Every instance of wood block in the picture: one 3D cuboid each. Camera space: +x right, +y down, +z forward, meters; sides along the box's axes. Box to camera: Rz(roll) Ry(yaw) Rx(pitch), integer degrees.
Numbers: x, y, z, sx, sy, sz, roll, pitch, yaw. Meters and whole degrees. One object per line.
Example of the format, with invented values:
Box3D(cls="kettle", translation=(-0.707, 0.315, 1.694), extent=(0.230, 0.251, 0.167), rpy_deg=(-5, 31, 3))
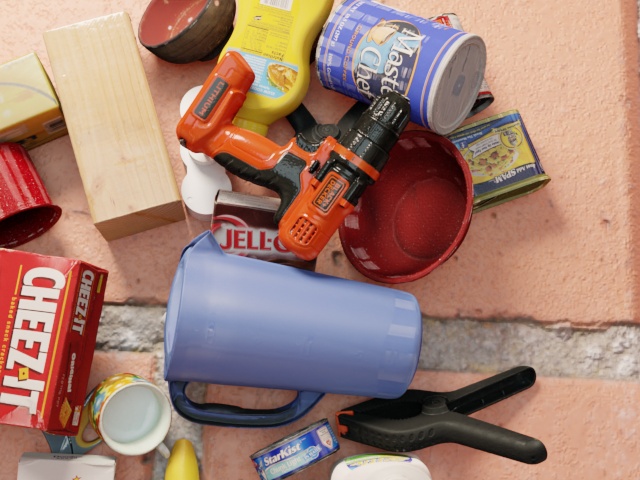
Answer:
Box3D(cls="wood block", translation=(-0.210, -0.116, 1.097), extent=(0.090, 0.091, 0.206), rpy_deg=(-16, 80, -7))

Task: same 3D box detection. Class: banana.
Box3D(cls="banana", translation=(-0.111, 0.295, 1.052), extent=(0.069, 0.037, 0.198), rpy_deg=(-28, 84, -38))

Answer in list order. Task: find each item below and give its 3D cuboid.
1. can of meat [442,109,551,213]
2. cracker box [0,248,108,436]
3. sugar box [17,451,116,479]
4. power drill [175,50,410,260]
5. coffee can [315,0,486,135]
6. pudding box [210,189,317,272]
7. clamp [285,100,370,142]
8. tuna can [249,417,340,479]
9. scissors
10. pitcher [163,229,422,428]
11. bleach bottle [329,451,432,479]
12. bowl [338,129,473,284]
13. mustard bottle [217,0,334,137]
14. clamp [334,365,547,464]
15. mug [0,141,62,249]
Box3D(cls="can of meat", translation=(0.179, -0.082, 1.130), extent=(0.102, 0.057, 0.084), rpy_deg=(-19, 79, -7))
Box3D(cls="cracker box", translation=(-0.327, 0.090, 1.028), extent=(0.214, 0.072, 0.164), rpy_deg=(6, 80, 17))
Box3D(cls="sugar box", translation=(-0.249, 0.295, 1.023), extent=(0.093, 0.048, 0.176), rpy_deg=(4, 90, -8))
Box3D(cls="power drill", translation=(-0.029, -0.102, 1.025), extent=(0.188, 0.057, 0.184), rpy_deg=(35, 90, 9))
Box3D(cls="coffee can", translation=(0.081, -0.178, 1.073), extent=(0.140, 0.102, 0.102), rpy_deg=(26, 77, 27))
Box3D(cls="pudding box", translation=(-0.057, 0.001, 1.086), extent=(0.113, 0.039, 0.090), rpy_deg=(7, 119, -4))
Box3D(cls="clamp", translation=(0.015, -0.108, 1.111), extent=(0.120, 0.039, 0.171), rpy_deg=(-7, 56, -3))
Box3D(cls="tuna can", translation=(-0.025, 0.207, 1.047), extent=(0.086, 0.086, 0.034), rpy_deg=(-25, 83, -8))
Box3D(cls="scissors", translation=(-0.272, 0.218, 1.054), extent=(0.096, 0.016, 0.201), rpy_deg=(38, 79, -19))
Box3D(cls="pitcher", translation=(-0.032, 0.097, 1.043), extent=(0.242, 0.149, 0.145), rpy_deg=(10, 52, -10))
Box3D(cls="bleach bottle", translation=(0.063, 0.226, 0.963), extent=(0.102, 0.251, 0.068), rpy_deg=(-3, 79, -4))
Box3D(cls="bowl", translation=(0.097, -0.029, 1.092), extent=(0.162, 0.055, 0.162), rpy_deg=(-13, 68, 35))
Box3D(cls="mustard bottle", translation=(-0.054, -0.182, 1.088), extent=(0.096, 0.058, 0.192), rpy_deg=(17, 94, 12))
Box3D(cls="clamp", translation=(0.120, 0.177, 1.042), extent=(0.210, 0.164, 0.036), rpy_deg=(-8, 108, 3))
Box3D(cls="mug", translation=(-0.330, -0.040, 1.084), extent=(0.117, 0.093, 0.081), rpy_deg=(-35, 75, 27))
